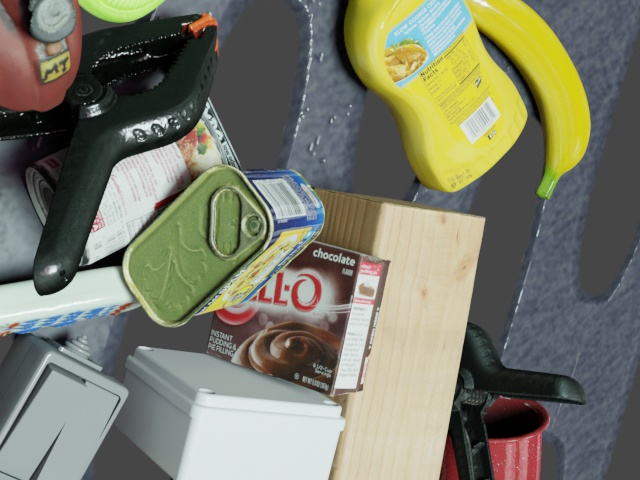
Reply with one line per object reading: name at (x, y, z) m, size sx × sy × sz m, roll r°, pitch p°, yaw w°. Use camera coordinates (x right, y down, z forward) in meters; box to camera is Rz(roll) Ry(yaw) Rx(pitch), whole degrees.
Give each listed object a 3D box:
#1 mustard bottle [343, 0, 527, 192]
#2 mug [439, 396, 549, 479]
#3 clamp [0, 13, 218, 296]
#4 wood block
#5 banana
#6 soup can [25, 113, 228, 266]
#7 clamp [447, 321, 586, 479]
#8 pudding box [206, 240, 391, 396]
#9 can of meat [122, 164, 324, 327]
mustard bottle at (0.069, -0.133, 0.746) m, size 0.096 × 0.058 × 0.191 m, roll -44°, pitch 119°, yaw -17°
mug at (0.115, 0.170, 0.820) m, size 0.117 × 0.093 × 0.081 m, roll -1°, pitch 106°, yaw -2°
clamp at (-0.126, -0.062, 0.589) m, size 0.209 × 0.165 × 0.036 m, roll -33°, pitch 149°, yaw -29°
wood block at (0.036, 0.075, 0.743) m, size 0.090 × 0.091 × 0.206 m, roll 7°, pitch 95°, yaw -34°
banana at (0.164, -0.126, 0.821) m, size 0.069 × 0.037 × 0.197 m, roll -42°, pitch 118°, yaw -21°
soup can at (-0.115, -0.036, 0.638) m, size 0.102 × 0.069 × 0.068 m, roll -30°, pitch 113°, yaw -25°
clamp at (0.103, 0.119, 0.753) m, size 0.039 × 0.172 × 0.120 m, roll 28°, pitch 95°, yaw -33°
pudding box at (-0.016, 0.043, 0.689) m, size 0.039 × 0.114 × 0.090 m, roll 7°, pitch 95°, yaw -54°
can of meat at (-0.054, 0.001, 0.639) m, size 0.102 × 0.057 × 0.083 m, roll -42°, pitch 167°, yaw 22°
